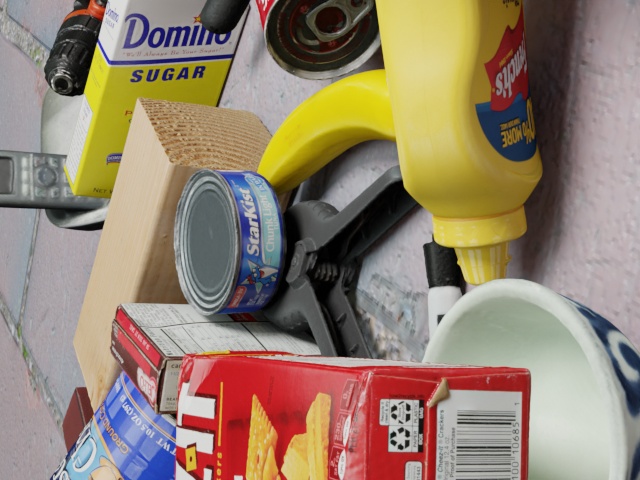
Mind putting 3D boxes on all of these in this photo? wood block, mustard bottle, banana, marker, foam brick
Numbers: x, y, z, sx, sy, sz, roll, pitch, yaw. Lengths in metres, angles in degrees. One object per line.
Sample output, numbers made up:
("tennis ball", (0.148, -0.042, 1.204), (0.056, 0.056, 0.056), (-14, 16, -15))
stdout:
("wood block", (-0.099, 0.017, 0.739), (0.091, 0.090, 0.206), (56, 134, 48))
("mustard bottle", (0.060, -0.074, 0.456), (0.058, 0.096, 0.191), (-2, 104, 25))
("banana", (0.014, -0.059, 0.595), (0.198, 0.037, 0.069), (-25, 56, 58))
("marker", (0.062, 0.055, 0.518), (0.020, 0.020, 0.121), (-21, 68, 58))
("foam brick", (-0.183, 0.169, 0.905), (0.051, 0.052, 0.078), (-64, 35, 33))

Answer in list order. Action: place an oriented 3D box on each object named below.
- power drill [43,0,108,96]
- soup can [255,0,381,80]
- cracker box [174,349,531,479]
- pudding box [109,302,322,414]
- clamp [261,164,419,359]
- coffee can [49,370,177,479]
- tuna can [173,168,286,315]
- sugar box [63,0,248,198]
("power drill", (-0.165, -0.224, 0.867), (0.188, 0.057, 0.184), (-57, 15, 35))
("soup can", (-0.007, -0.148, 0.607), (0.102, 0.068, 0.069), (-106, 35, -44))
("cracker box", (-0.002, 0.129, 0.439), (0.214, 0.072, 0.164), (170, 103, -65))
("pudding box", (-0.058, 0.069, 0.635), (0.090, 0.113, 0.039), (34, 119, 58))
("clamp", (0.000, 0.026, 0.605), (0.172, 0.039, 0.120), (-14, 56, 64))
("coffee can", (-0.117, 0.158, 0.695), (0.140, 0.102, 0.103), (-55, 37, 10))
("tuna can", (-0.054, 0.001, 0.629), (0.086, 0.033, 0.086), (2, 92, 59))
("sugar box", (-0.125, -0.112, 0.798), (0.048, 0.093, 0.176), (60, 136, 45))
